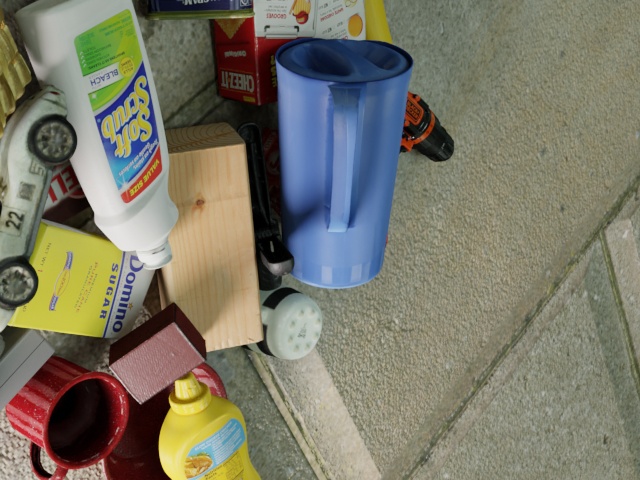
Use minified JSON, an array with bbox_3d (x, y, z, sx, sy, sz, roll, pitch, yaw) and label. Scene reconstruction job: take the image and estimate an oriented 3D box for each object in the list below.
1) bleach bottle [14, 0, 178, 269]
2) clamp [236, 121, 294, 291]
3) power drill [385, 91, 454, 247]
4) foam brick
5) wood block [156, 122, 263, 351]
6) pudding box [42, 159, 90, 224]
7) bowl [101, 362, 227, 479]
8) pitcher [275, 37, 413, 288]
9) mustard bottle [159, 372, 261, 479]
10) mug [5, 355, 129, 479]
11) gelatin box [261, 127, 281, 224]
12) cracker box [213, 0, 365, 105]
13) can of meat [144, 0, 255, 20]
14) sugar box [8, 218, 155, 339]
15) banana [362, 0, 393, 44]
[{"bbox_3d":[-0.174,-0.094,0.928,0.102,0.068,0.251,-38,123,-38],"label":"bleach bottle"},{"bbox_3d":[-0.057,0.001,1.096,0.036,0.164,0.210,-10,149,-9],"label":"clamp"},{"bbox_3d":[0.079,-0.088,1.283,0.184,0.057,0.187,35,74,-42],"label":"power drill"},{"bbox_3d":[-0.154,0.107,1.008,0.078,0.053,0.051,-34,109,5],"label":"foam brick"},{"bbox_3d":[-0.117,-0.002,1.057,0.090,0.090,0.206,-9,112,-15],"label":"wood block"},{"bbox_3d":[-0.256,-0.055,0.952,0.113,0.039,0.090,-35,125,-35],"label":"pudding box"},{"bbox_3d":[-0.173,0.191,1.103,0.161,0.055,0.162,-16,114,-43],"label":"bowl"},{"bbox_3d":[0.017,-0.072,1.073,0.149,0.145,0.243,-26,130,-40],"label":"pitcher"},{"bbox_3d":[-0.116,0.216,1.085,0.096,0.058,0.191,-32,123,-34],"label":"mustard bottle"},{"bbox_3d":[-0.244,0.168,1.002,0.093,0.082,0.117,13,92,-48],"label":"mug"},{"bbox_3d":[-0.046,-0.070,1.175,0.089,0.030,0.073,46,68,-44],"label":"gelatin box"},{"bbox_3d":[-0.033,-0.262,1.100,0.163,0.072,0.214,-21,118,-41],"label":"cracker box"},{"bbox_3d":[-0.115,-0.251,0.998,0.057,0.102,0.084,-72,161,-74],"label":"can of meat"},{"bbox_3d":[-0.222,0.037,0.974,0.176,0.048,0.093,20,91,-62],"label":"sugar box"},{"bbox_3d":[0.060,-0.247,1.183,0.069,0.037,0.198,-21,102,-55],"label":"banana"}]
